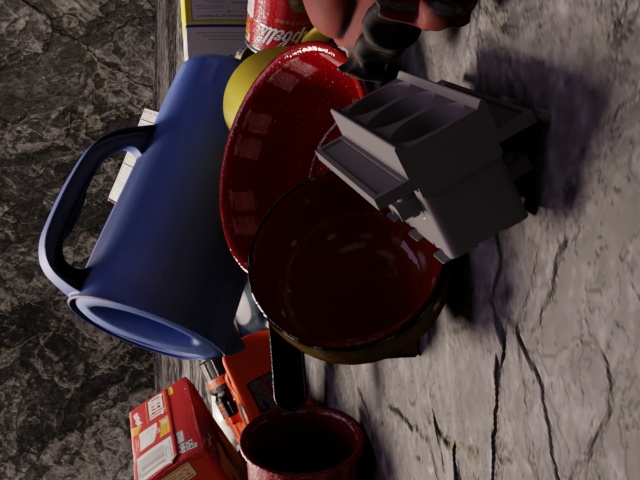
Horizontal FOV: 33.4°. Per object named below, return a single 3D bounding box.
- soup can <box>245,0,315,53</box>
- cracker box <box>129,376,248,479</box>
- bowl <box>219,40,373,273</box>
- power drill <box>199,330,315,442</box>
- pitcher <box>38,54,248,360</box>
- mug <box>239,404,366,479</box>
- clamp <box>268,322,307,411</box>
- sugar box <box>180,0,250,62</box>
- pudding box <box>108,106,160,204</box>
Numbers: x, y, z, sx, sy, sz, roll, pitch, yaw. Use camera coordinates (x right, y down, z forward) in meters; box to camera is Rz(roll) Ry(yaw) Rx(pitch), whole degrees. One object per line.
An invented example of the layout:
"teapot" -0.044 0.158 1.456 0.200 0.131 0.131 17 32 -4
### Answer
"soup can" -0.022 -0.202 0.842 0.068 0.068 0.102 -108 21 -53
"cracker box" -0.078 0.241 0.923 0.213 0.072 0.164 57 177 -17
"bowl" -0.001 -0.047 0.709 0.162 0.055 0.162 -17 68 49
"power drill" -0.066 0.132 0.990 0.184 0.057 0.188 60 165 4
"pitcher" -0.114 -0.033 0.885 0.149 0.145 0.242 56 -132 -60
"mug" -0.014 0.185 0.782 0.117 0.093 0.081 -69 -20 -65
"clamp" -0.028 0.041 0.800 0.171 0.039 0.120 -98 12 -60
"sugar box" -0.103 -0.241 1.146 0.048 0.093 0.176 118 148 -69
"pudding box" -0.174 -0.079 1.113 0.090 0.039 0.113 25 91 61
